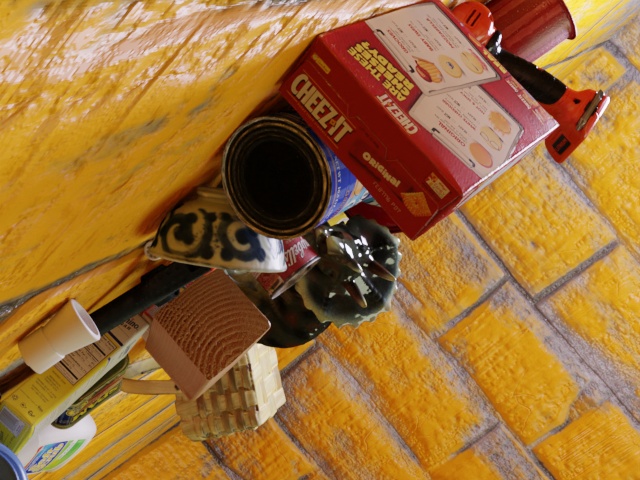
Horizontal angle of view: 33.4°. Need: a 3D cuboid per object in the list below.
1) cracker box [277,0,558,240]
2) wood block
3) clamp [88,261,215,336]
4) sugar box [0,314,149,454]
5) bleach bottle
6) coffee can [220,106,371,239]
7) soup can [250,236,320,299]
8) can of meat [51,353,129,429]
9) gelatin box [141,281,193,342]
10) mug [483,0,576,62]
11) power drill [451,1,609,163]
[{"bbox_3d":[0.087,-0.109,0.885,0.072,0.164,0.213,-47,172,37],"label":"cracker box"},{"bbox_3d":[-0.130,0.108,1.187,0.090,0.091,0.206,-41,177,-18],"label":"wood block"},{"bbox_3d":[-0.167,0.050,1.047,0.120,0.039,0.172,-40,-175,-42],"label":"clamp"},{"bbox_3d":[-0.261,0.141,1.105,0.176,0.048,0.093,-47,180,-41],"label":"sugar box"},{"bbox_3d":[-0.364,0.254,1.316,0.102,0.068,0.250,-41,172,4],"label":"bleach bottle"},{"bbox_3d":[-0.005,-0.068,0.913,0.103,0.103,0.140,-43,173,32],"label":"coffee can"},{"bbox_3d":[-0.057,0.001,1.120,0.068,0.102,0.068,-39,174,-5],"label":"soup can"},{"bbox_3d":[-0.269,0.159,1.215,0.102,0.057,0.084,-37,171,-30],"label":"can of meat"},{"bbox_3d":[-0.188,0.088,1.319,0.073,0.030,0.089,-39,174,-24],"label":"gelatin box"},{"bbox_3d":[0.213,-0.238,1.166,0.081,0.093,0.117,-35,-149,1],"label":"mug"},{"bbox_3d":[0.195,-0.157,1.118,0.057,0.187,0.184,-57,177,-12],"label":"power drill"}]
